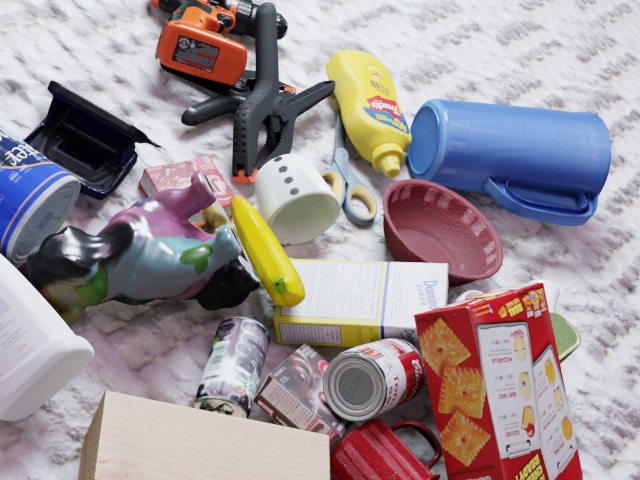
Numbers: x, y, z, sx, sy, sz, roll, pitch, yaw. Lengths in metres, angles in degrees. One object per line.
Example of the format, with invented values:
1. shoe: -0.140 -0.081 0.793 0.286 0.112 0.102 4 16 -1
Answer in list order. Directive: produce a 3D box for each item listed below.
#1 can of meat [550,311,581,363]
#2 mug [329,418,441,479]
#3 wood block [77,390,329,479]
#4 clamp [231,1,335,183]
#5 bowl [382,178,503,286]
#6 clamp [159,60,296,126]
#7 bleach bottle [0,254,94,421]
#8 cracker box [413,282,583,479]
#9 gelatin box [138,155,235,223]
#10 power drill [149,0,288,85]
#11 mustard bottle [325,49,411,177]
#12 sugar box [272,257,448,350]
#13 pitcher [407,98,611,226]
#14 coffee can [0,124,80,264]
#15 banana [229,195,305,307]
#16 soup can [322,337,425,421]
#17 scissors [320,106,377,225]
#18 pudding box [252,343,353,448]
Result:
1. can of meat: 0.232 0.133 1.187 0.101 0.084 0.057 -27 69 -41
2. mug: 0.062 0.217 1.014 0.117 0.093 0.081 -38 69 -16
3. wood block: -0.102 0.210 0.937 0.205 0.090 0.091 14 47 -17
4. clamp: -0.060 -0.164 1.263 0.164 0.036 0.209 52 52 -41
5. bowl: 0.133 0.002 1.259 0.162 0.055 0.162 20 38 -17
6. clamp: -0.108 -0.174 1.301 0.171 0.039 0.120 6 51 -21
7. bleach bottle: -0.319 0.039 0.966 0.102 0.068 0.251 -42 73 0
8. cracker box: 0.178 0.159 1.056 0.163 0.072 0.214 -11 90 -53
9. gelatin box: -0.145 -0.053 1.182 0.089 0.030 0.073 -15 61 -36
10. power drill: -0.128 -0.261 1.327 0.184 0.057 0.187 14 30 -12
11. mustard bottle: 0.068 -0.155 1.359 0.096 0.058 0.191 20 42 -37
12. sugar box: 0.045 0.067 1.122 0.176 0.048 0.093 4 47 7
13. pitcher: 0.242 -0.106 1.373 0.242 0.145 0.149 5 9 -20
14. coffee can: -0.322 -0.058 1.040 0.140 0.103 0.102 36 45 4
15. banana: -0.051 0.018 1.103 0.037 0.069 0.198 -22 31 -9
16. soup can: 0.053 0.134 1.035 0.068 0.069 0.102 49 21 16
17. scissors: 0.040 -0.090 1.325 0.096 0.016 0.201 29 45 -6
18. pudding box: -0.007 0.155 1.045 0.090 0.039 0.113 39 21 8
